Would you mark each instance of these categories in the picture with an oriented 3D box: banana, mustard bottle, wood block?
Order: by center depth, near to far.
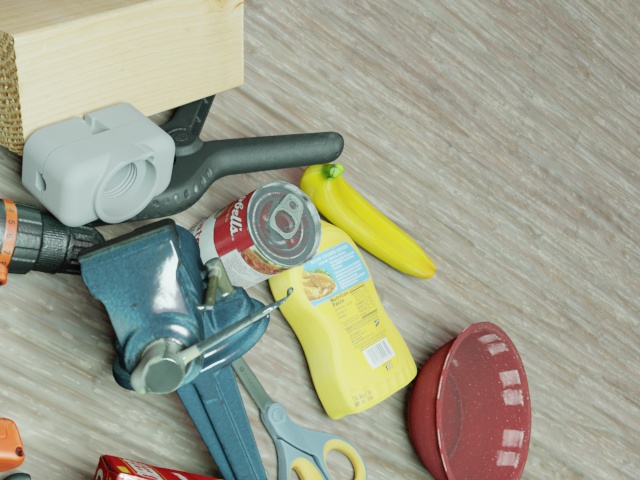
[{"bbox_3d":[-0.163,-0.144,0.802,0.205,0.090,0.091,-27,130,-40],"label":"wood block"},{"bbox_3d":[0.006,0.046,0.896,0.096,0.058,0.191,-24,88,-45],"label":"mustard bottle"},{"bbox_3d":[0.034,-0.019,0.932,0.037,0.070,0.197,-52,139,-2],"label":"banana"}]

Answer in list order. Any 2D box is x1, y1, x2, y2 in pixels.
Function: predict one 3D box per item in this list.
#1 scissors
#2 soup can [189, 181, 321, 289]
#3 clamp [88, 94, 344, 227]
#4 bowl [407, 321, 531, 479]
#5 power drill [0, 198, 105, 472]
[{"bbox_3d":[-0.021,0.143,0.866,0.096,0.016,0.202,-17,84,-43],"label":"scissors"},{"bbox_3d":[-0.055,0.001,0.838,0.068,0.102,0.068,14,66,-34],"label":"soup can"},{"bbox_3d":[-0.110,-0.074,0.844,0.209,0.036,0.165,-27,47,-25],"label":"clamp"},{"bbox_3d":[0.123,0.152,0.930,0.161,0.055,0.162,10,77,-51],"label":"bowl"},{"bbox_3d":[-0.233,0.058,0.715,0.184,0.057,0.187,10,64,-30],"label":"power drill"}]
